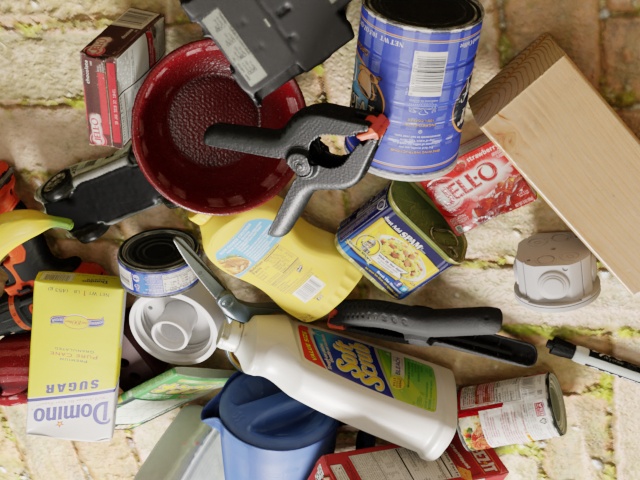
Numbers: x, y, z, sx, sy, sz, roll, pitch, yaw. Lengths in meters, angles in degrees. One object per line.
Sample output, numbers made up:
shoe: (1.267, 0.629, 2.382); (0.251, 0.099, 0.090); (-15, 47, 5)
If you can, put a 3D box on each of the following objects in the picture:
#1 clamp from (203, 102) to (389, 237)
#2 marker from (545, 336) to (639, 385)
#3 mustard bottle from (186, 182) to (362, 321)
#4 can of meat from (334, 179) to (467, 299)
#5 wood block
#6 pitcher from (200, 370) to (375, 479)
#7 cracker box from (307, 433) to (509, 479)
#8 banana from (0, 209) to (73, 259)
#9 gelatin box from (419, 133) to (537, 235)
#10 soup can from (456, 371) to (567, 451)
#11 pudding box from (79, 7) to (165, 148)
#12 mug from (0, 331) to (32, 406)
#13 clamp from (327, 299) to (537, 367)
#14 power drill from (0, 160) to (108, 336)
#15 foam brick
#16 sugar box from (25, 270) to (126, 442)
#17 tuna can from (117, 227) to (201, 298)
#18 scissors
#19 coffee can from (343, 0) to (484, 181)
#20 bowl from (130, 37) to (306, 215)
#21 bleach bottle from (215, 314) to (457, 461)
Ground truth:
clamp: (-0.021, -0.078, 0.915); (0.172, 0.039, 0.120); (-31, 112, 38)
marker: (0.287, 0.124, 1.079); (0.121, 0.020, 0.020); (19, 125, 2)
mustard bottle: (-0.057, 0.001, 1.045); (0.191, 0.058, 0.096); (33, 125, -22)
can of meat: (0.076, 0.000, 1.030); (0.102, 0.057, 0.084); (42, 124, -14)
wood block: (0.230, -0.065, 0.916); (0.091, 0.090, 0.206); (-41, 106, 15)
pitcher: (-0.037, 0.263, 1.198); (0.149, 0.144, 0.243); (30, 136, 31)
cracker box: (0.072, 0.288, 1.148); (0.213, 0.072, 0.164); (-2, 134, -32)
banana: (-0.335, 0.023, 1.097); (0.069, 0.037, 0.198); (41, 122, -14)
gelatin box: (0.145, -0.054, 0.992); (0.089, 0.030, 0.073); (-26, 113, 27)
soup can: (0.198, 0.178, 1.109); (0.102, 0.068, 0.068); (-14, 118, 22)
pudding box: (-0.176, -0.148, 0.964); (0.039, 0.113, 0.090); (11, 124, 12)
mug: (-0.323, 0.150, 1.202); (0.082, 0.117, 0.093); (-6, 117, 24)
clamp: (0.102, 0.083, 1.051); (0.210, 0.036, 0.164); (8, 164, 19)
power drill: (-0.345, 0.017, 1.154); (0.185, 0.057, 0.187); (-21, 118, 21)
foam brick: (-0.211, 0.121, 1.189); (0.053, 0.051, 0.078); (-23, 114, 26)
sugar box: (-0.257, 0.123, 1.121); (0.093, 0.048, 0.176); (5, 104, -5)
tuna can: (-0.164, 0.022, 1.090); (0.086, 0.086, 0.034); (5, 122, 11)
scissors: (-0.078, 0.058, 1.099); (0.096, 0.016, 0.202); (-23, 127, -10)
coffee can: (0.078, -0.136, 0.911); (0.103, 0.102, 0.140); (11, 125, 7)
bowl: (-0.095, -0.107, 0.982); (0.162, 0.055, 0.162); (-3, 104, -12)
bleach bottle: (0.014, 0.140, 1.091); (0.250, 0.102, 0.068); (20, 128, -11)
